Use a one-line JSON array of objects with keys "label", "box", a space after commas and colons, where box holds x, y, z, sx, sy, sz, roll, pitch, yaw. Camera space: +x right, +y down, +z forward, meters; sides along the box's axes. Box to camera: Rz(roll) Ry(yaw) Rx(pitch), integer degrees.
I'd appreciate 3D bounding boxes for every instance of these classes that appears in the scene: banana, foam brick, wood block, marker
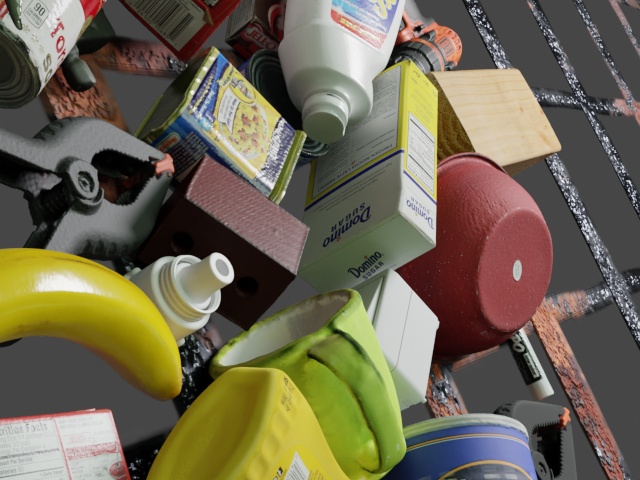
[{"label": "banana", "box": [-0.117, 0.039, 0.473, 0.037, 0.070, 0.197, 27, 7, 28]}, {"label": "foam brick", "box": [-0.054, 0.001, 0.603, 0.078, 0.053, 0.051, 35, 32, -11]}, {"label": "wood block", "box": [0.122, -0.089, 0.928, 0.205, 0.091, 0.090, -18, 79, -59]}, {"label": "marker", "box": [0.166, 0.079, 0.915, 0.020, 0.020, 0.121, -5, 68, -57]}]

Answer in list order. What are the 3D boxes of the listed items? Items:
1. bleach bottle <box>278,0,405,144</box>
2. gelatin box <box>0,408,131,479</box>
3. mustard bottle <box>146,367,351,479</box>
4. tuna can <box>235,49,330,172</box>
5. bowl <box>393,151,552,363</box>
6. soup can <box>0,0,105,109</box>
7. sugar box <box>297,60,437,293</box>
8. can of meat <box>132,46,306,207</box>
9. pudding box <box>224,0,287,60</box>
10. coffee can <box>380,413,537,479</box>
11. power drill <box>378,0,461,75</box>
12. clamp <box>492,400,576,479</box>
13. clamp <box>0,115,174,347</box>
[{"label": "bleach bottle", "box": [0.020, -0.163, 0.793, 0.102, 0.068, 0.250, 39, 40, -30]}, {"label": "gelatin box", "box": [-0.114, 0.118, 0.453, 0.073, 0.030, 0.089, 4, 61, -53]}, {"label": "mustard bottle", "box": [-0.008, 0.156, 0.523, 0.191, 0.058, 0.096, 58, 45, -33]}, {"label": "tuna can", "box": [-0.032, -0.090, 0.755, 0.086, 0.034, 0.086, 36, 37, -34]}, {"label": "bowl", "box": [0.122, 0.017, 0.787, 0.161, 0.055, 0.162, -11, 106, -42]}, {"label": "soup can", "box": [-0.151, -0.126, 0.550, 0.068, 0.069, 0.102, 43, 50, -26]}, {"label": "sugar box", "box": [0.036, -0.046, 0.759, 0.048, 0.093, 0.176, 40, 36, -30]}, {"label": "can of meat", "box": [-0.063, -0.061, 0.660, 0.084, 0.058, 0.102, 45, 32, -19]}, {"label": "pudding box", "box": [-0.026, -0.170, 0.828, 0.090, 0.039, 0.113, 37, 36, -32]}, {"label": "coffee can", "box": [0.086, 0.185, 0.618, 0.102, 0.103, 0.140, 26, 44, -43]}, {"label": "power drill", "box": [0.053, -0.217, 0.974, 0.187, 0.057, 0.184, 58, 26, -7]}, {"label": "clamp", "box": [0.142, 0.169, 0.783, 0.164, 0.036, 0.209, 54, 32, -7]}, {"label": "clamp", "box": [-0.130, -0.013, 0.537, 0.171, 0.039, 0.120, -8, 83, -56]}]
